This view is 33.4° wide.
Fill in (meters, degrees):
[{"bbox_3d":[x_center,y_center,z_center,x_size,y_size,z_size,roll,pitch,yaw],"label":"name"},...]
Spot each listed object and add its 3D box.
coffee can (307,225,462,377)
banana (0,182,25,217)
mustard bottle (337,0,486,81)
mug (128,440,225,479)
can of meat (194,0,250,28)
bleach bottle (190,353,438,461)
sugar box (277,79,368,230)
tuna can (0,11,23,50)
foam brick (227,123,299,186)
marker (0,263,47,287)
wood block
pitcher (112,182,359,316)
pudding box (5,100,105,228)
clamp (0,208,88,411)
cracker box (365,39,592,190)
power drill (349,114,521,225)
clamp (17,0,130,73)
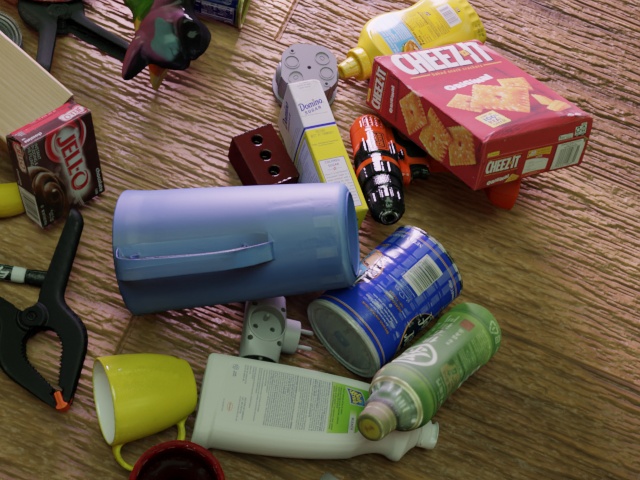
[{"bbox_3d":[0.070,0.065,1.156,0.140,0.103,0.103,-40,77,-23],"label":"coffee can"},{"bbox_3d":[-0.400,-0.060,1.181,0.197,0.037,0.069,10,39,-7],"label":"banana"},{"bbox_3d":[0.106,-0.245,1.333,0.191,0.058,0.096,-26,70,-20],"label":"mustard bottle"},{"bbox_3d":[-0.133,0.260,1.042,0.093,0.081,0.117,-37,75,-23],"label":"mug"},{"bbox_3d":[-0.126,-0.325,1.336,0.084,0.057,0.102,15,64,0],"label":"can of meat"},{"bbox_3d":[-0.002,0.188,1.109,0.250,0.068,0.102,12,62,-6],"label":"bleach bottle"},{"bbox_3d":[0.001,-0.087,1.223,0.048,0.093,0.176,-11,67,-16],"label":"sugar box"},{"bbox_3d":[-0.395,-0.230,1.260,0.086,0.034,0.086,3,64,-7],"label":"tuna can"},{"bbox_3d":[-0.066,-0.086,1.235,0.053,0.051,0.078,-23,70,-19],"label":"foam brick"},{"bbox_3d":[-0.350,0.033,1.151,0.121,0.020,0.020,10,64,-5],"label":"marker"},{"bbox_3d":[-0.379,-0.187,1.181,0.206,0.090,0.090,41,78,-3],"label":"wood block"},{"bbox_3d":[-0.087,0.006,1.097,0.243,0.145,0.149,-5,53,9],"label":"pitcher"},{"bbox_3d":[-0.285,-0.083,1.155,0.039,0.113,0.089,32,51,29],"label":"pudding box"},{"bbox_3d":[-0.292,0.074,1.117,0.164,0.036,0.210,-27,78,-10],"label":"clamp"},{"bbox_3d":[0.180,-0.152,1.232,0.163,0.072,0.214,-14,41,-29],"label":"cracker box"},{"bbox_3d":[0.131,-0.078,1.230,0.187,0.057,0.184,4,40,-11],"label":"power drill"},{"bbox_3d":[-0.303,-0.263,1.286,0.120,0.039,0.171,-9,60,-32],"label":"clamp"}]
